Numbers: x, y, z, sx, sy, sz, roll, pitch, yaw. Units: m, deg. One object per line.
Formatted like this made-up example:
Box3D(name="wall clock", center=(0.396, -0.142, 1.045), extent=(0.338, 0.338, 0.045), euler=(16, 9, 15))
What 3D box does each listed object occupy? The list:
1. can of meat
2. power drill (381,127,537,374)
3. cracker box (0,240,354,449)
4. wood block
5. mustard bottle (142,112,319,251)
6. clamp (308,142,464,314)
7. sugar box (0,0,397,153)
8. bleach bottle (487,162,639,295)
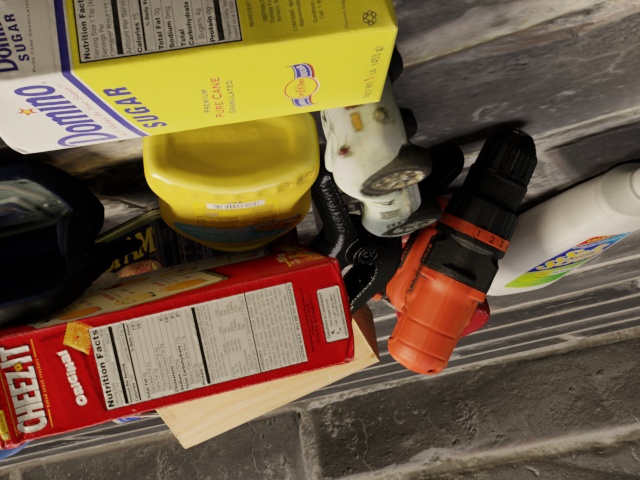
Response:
Box3D(name="can of meat", center=(-0.123, 0.029, 0.817), extent=(0.102, 0.084, 0.057), euler=(-22, 164, 42))
Box3D(name="power drill", center=(0.102, 0.004, 0.816), extent=(0.057, 0.184, 0.187), euler=(27, -178, 1))
Box3D(name="cracker box", center=(-0.098, 0.059, 0.681), extent=(0.213, 0.072, 0.164), euler=(-13, -173, -10))
Box3D(name="wood block", center=(-0.058, 0.101, 1.009), extent=(0.206, 0.090, 0.091), euler=(-26, -154, 11))
Box3D(name="mustard bottle", center=(-0.053, -0.031, 0.662), extent=(0.096, 0.058, 0.192), euler=(-5, 167, -4))
Box3D(name="clamp", center=(0.022, -0.005, 0.772), extent=(0.120, 0.039, 0.172), euler=(6, 130, -25))
Box3D(name="sugar box", center=(-0.059, -0.080, 0.468), extent=(0.176, 0.048, 0.093), euler=(-11, 168, -3))
Box3D(name="bleach bottle", center=(0.235, -0.014, 0.991), extent=(0.102, 0.068, 0.251), euler=(-7, 165, -20))
